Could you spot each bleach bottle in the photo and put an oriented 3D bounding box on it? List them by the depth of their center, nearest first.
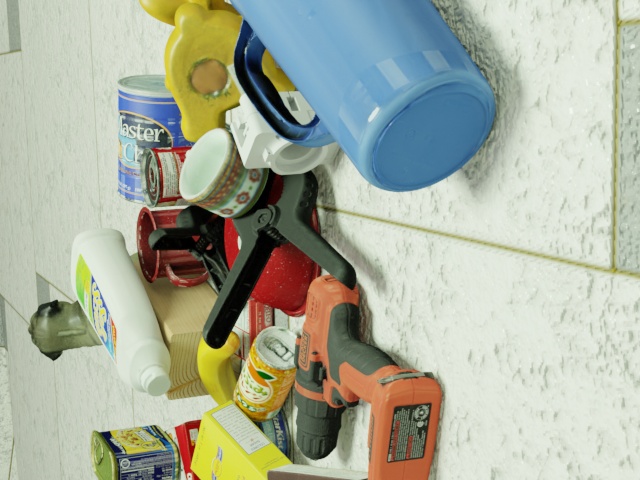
[{"bbox_3d":[-0.230,0.089,1.257,0.251,0.068,0.103,49,136,48],"label":"bleach bottle"}]

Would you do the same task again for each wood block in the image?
[{"bbox_3d":[-0.177,0.104,1.324,0.206,0.090,0.090,42,131,55],"label":"wood block"}]

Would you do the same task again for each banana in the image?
[{"bbox_3d":[-0.108,0.140,1.189,0.070,0.037,0.198,29,151,21],"label":"banana"}]

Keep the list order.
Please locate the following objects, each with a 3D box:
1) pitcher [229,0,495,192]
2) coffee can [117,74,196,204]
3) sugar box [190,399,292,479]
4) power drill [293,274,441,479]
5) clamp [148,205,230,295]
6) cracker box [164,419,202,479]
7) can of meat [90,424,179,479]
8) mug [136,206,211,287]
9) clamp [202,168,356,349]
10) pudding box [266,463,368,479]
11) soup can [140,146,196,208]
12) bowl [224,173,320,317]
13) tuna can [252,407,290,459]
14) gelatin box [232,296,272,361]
[{"bbox_3d":[0.022,-0.144,0.806,0.149,0.145,0.243,82,163,-52],"label":"pitcher"},{"bbox_3d":[-0.198,-0.125,1.309,0.103,0.102,0.140,-142,51,-57],"label":"coffee can"},{"bbox_3d":[-0.061,0.257,1.100,0.176,0.048,0.093,42,134,32],"label":"sugar box"},{"bbox_3d":[0.030,0.143,0.929,0.188,0.057,0.184,-141,51,-57],"label":"power drill"},{"bbox_3d":[-0.138,-0.001,1.193,0.039,0.120,0.171,-42,25,13],"label":"clamp"},{"bbox_3d":[-0.161,0.320,1.360,0.214,0.072,0.164,-34,64,61],"label":"cracker box"},{"bbox_3d":[-0.228,0.267,1.309,0.102,0.083,0.057,26,117,61],"label":"can of meat"},{"bbox_3d":[-0.170,0.010,1.302,0.117,0.081,0.093,-118,33,-40],"label":"mug"},{"bbox_3d":[-0.050,-0.004,0.995,0.165,0.036,0.210,-30,46,22],"label":"clamp"},{"bbox_3d":[0.004,0.257,0.983,0.114,0.039,0.090,-5,91,38],"label":"pudding box"},{"bbox_3d":[-0.146,-0.073,1.209,0.069,0.102,0.068,174,90,-65],"label":"soup can"},{"bbox_3d":[-0.057,0.001,1.091,0.162,0.055,0.162,175,90,-65],"label":"bowl"},{"bbox_3d":[-0.065,0.216,1.176,0.086,0.033,0.086,175,90,-65],"label":"tuna can"},{"bbox_3d":[-0.081,0.093,1.190,0.089,0.030,0.073,-163,71,-63],"label":"gelatin box"}]
